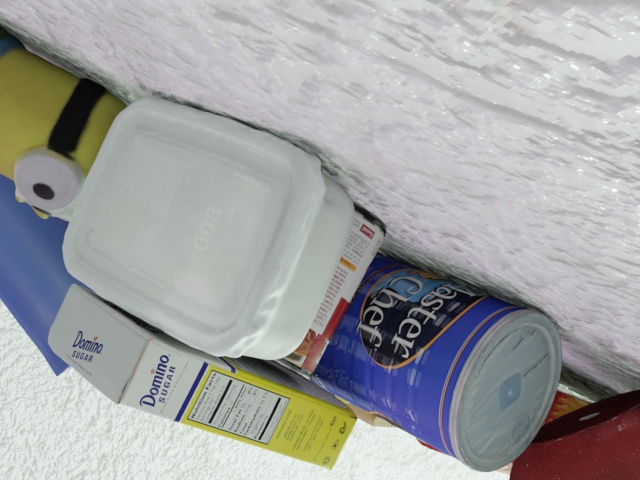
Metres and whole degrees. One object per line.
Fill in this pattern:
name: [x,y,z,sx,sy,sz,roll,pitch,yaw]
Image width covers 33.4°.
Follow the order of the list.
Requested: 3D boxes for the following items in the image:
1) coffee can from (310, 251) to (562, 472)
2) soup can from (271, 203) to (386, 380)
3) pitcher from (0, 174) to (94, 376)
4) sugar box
coffee can: [0.067,0.072,0.683,0.141,0.103,0.102,22,170,42]
soup can: [-0.012,0.023,0.642,0.068,0.102,0.068,28,172,4]
pitcher: [-0.252,-0.009,0.935,0.243,0.149,0.145,51,-162,-2]
sugar box: [-0.068,0.084,0.638,0.176,0.048,0.093,25,180,-42]
